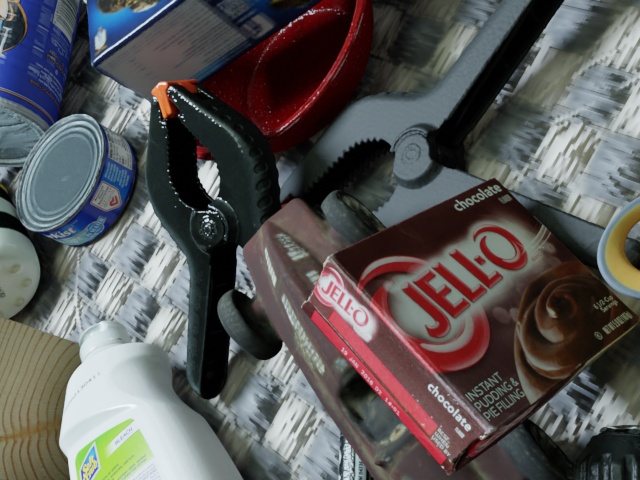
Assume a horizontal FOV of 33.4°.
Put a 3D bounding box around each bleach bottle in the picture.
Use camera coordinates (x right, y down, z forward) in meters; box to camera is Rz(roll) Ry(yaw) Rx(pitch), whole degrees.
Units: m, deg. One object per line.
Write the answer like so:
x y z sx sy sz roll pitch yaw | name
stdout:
-0.079 0.134 0.547 0.103 0.068 0.251 -42 46 15 | bleach bottle

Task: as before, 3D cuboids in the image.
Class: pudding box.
0.062 0.030 0.432 0.090 0.113 0.039 48 134 19 | pudding box

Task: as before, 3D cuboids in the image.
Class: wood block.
-0.246 0.097 0.683 0.207 0.090 0.090 0 70 39 | wood block

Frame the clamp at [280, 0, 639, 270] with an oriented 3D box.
0.059 -0.050 0.535 0.210 0.036 0.164 -12 71 37 | clamp

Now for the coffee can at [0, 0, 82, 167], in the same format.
-0.234 -0.138 0.780 0.103 0.102 0.140 -12 62 35 | coffee can

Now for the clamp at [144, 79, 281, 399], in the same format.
-0.054 0.001 0.568 0.120 0.039 0.171 -33 79 25 | clamp

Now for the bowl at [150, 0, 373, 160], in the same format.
-0.025 -0.110 0.626 0.162 0.055 0.162 -18 58 32 | bowl

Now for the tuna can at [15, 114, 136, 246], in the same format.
-0.165 -0.040 0.722 0.086 0.033 0.086 -18 58 32 | tuna can
